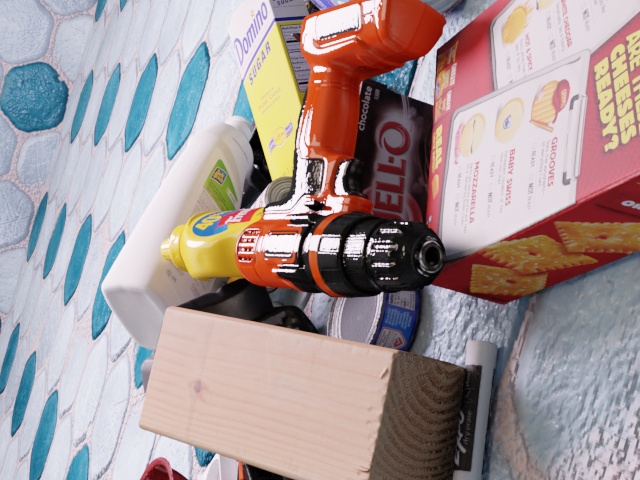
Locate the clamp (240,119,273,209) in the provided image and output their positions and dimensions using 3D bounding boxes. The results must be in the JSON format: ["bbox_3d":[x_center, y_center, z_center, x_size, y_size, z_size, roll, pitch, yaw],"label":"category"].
[{"bbox_3d":[-0.070,-0.099,1.146,0.210,0.036,0.164,-24,54,63],"label":"clamp"}]

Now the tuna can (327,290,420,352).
[{"bbox_3d":[0.039,0.056,0.788,0.086,0.033,0.086,-48,34,47],"label":"tuna can"}]

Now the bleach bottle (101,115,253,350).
[{"bbox_3d":[-0.118,-0.021,1.027,0.068,0.102,0.250,0,47,27],"label":"bleach bottle"}]

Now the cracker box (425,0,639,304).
[{"bbox_3d":[0.142,-0.071,0.583,0.214,0.072,0.164,-32,47,57],"label":"cracker box"}]

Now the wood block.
[{"bbox_3d":[-0.014,0.106,0.704,0.207,0.090,0.091,7,81,42],"label":"wood block"}]

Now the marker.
[{"bbox_3d":[0.091,0.121,0.641,0.020,0.020,0.121,-24,53,62],"label":"marker"}]

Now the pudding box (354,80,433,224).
[{"bbox_3d":[0.051,-0.045,0.753,0.039,0.090,0.113,-22,54,63],"label":"pudding box"}]

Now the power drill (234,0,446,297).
[{"bbox_3d":[0.022,-0.056,0.664,0.185,0.057,0.187,0,73,53],"label":"power drill"}]

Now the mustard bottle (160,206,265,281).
[{"bbox_3d":[-0.056,0.001,0.875,0.192,0.096,0.058,-6,105,35],"label":"mustard bottle"}]

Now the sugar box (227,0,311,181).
[{"bbox_3d":[-0.032,-0.143,0.986,0.093,0.048,0.176,-34,73,58],"label":"sugar box"}]
